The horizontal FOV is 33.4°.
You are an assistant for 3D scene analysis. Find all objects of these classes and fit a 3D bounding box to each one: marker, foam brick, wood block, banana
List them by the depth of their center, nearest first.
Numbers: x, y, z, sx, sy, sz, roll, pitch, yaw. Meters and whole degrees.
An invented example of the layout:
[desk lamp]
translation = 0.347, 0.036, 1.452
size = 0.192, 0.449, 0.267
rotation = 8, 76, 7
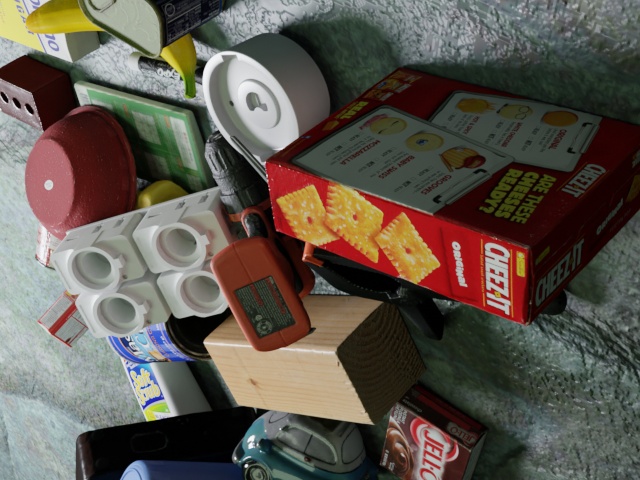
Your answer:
[banana]
translation = -0.188, -0.199, 0.997
size = 0.198, 0.069, 0.037
rotation = 25, 172, 20
[marker]
translation = -0.138, -0.163, 1.018
size = 0.121, 0.020, 0.020
rotation = 19, 134, 37
[wood block]
translation = -0.010, 0.115, 1.072
size = 0.207, 0.090, 0.091
rotation = -2, 121, 48
[foam brick]
translation = -0.319, -0.164, 1.186
size = 0.078, 0.051, 0.053
rotation = 25, 138, 31

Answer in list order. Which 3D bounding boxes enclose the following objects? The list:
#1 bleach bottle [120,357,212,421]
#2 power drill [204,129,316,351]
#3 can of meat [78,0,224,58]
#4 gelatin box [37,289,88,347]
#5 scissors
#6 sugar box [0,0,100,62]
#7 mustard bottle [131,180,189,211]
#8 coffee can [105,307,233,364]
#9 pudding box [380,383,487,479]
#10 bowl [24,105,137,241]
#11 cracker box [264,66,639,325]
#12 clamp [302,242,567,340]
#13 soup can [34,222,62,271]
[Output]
[bleach bottle]
translation = -0.214, 0.159, 1.361
size = 0.103, 0.068, 0.251
rotation = -2, 118, 48
[power drill]
translation = -0.056, 0.001, 0.960
size = 0.057, 0.187, 0.184
rotation = -25, 110, 10
[can of meat]
translation = -0.145, -0.214, 0.922
size = 0.102, 0.083, 0.057
rotation = 32, 142, 23
[gelatin box]
translation = -0.320, 0.095, 1.382
size = 0.030, 0.073, 0.089
rotation = 39, 170, 14
[scissors]
translation = -0.025, -0.027, 0.963
size = 0.201, 0.016, 0.096
rotation = 45, 170, -22
[sugar box]
translation = -0.309, -0.251, 1.102
size = 0.176, 0.048, 0.093
rotation = 24, 137, 33
[mustard bottle]
translation = -0.196, -0.012, 1.179
size = 0.192, 0.058, 0.096
rotation = -5, 122, 55
[coffee can]
translation = -0.169, 0.087, 1.209
size = 0.141, 0.102, 0.103
rotation = -10, 114, 51
[pudding box]
translation = 0.111, 0.207, 1.066
size = 0.090, 0.039, 0.113
rotation = 32, 141, 24
[bowl]
translation = -0.265, -0.062, 1.131
size = 0.162, 0.055, 0.162
rotation = 6, 99, 42
[cracker box]
translation = 0.095, -0.039, 0.749
size = 0.214, 0.164, 0.072
rotation = 21, 134, 35
[clamp]
translation = 0.082, 0.033, 0.861
size = 0.209, 0.036, 0.165
rotation = 25, 153, -34
[soup can]
translation = -0.293, -0.022, 1.247
size = 0.069, 0.068, 0.102
rotation = 27, 115, 30
